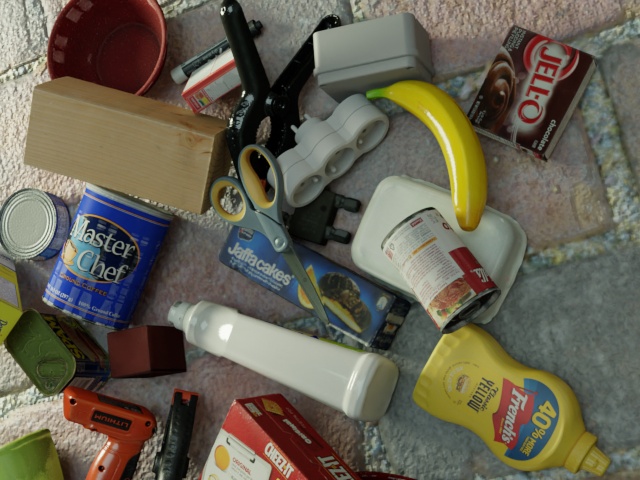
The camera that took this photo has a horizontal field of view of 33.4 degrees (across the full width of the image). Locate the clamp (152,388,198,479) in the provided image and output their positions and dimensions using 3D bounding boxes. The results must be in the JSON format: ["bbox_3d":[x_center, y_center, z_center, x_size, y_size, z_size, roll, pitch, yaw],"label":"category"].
[{"bbox_3d":[-0.158,0.244,1.126,0.039,0.120,0.171,11,84,-17],"label":"clamp"}]

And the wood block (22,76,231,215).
[{"bbox_3d":[-0.206,-0.106,1.164,0.206,0.090,0.091,16,108,8],"label":"wood block"}]

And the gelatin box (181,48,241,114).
[{"bbox_3d":[-0.111,-0.181,1.177,0.073,0.089,0.030,-30,110,15],"label":"gelatin box"}]

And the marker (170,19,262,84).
[{"bbox_3d":[-0.118,-0.216,1.220,0.121,0.020,0.020,-29,73,16],"label":"marker"}]

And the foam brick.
[{"bbox_3d":[-0.190,0.123,1.169,0.053,0.078,0.051,-11,80,20],"label":"foam brick"}]

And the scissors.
[{"bbox_3d":[-0.057,0.001,1.098,0.096,0.016,0.202,-20,81,27],"label":"scissors"}]

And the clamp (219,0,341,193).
[{"bbox_3d":[-0.047,-0.153,1.142,0.036,0.164,0.210,23,115,42],"label":"clamp"}]

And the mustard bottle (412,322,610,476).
[{"bbox_3d":[0.189,0.164,1.020,0.192,0.058,0.096,32,101,22],"label":"mustard bottle"}]

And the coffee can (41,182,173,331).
[{"bbox_3d":[-0.236,0.017,1.189,0.103,0.102,0.140,22,91,23],"label":"coffee can"}]

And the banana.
[{"bbox_3d":[0.121,-0.097,1.055,0.070,0.037,0.198,-42,57,16],"label":"banana"}]

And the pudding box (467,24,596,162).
[{"bbox_3d":[0.210,-0.147,1.066,0.090,0.039,0.113,27,93,23],"label":"pudding box"}]

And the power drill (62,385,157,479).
[{"bbox_3d":[-0.267,0.256,1.144,0.184,0.057,0.188,19,92,-20],"label":"power drill"}]

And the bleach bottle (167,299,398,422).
[{"bbox_3d":[-0.050,0.113,1.099,0.251,0.102,0.068,18,85,22],"label":"bleach bottle"}]

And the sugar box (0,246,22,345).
[{"bbox_3d":[-0.387,0.073,1.221,0.093,0.048,0.176,-53,26,8],"label":"sugar box"}]

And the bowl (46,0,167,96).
[{"bbox_3d":[-0.238,-0.220,1.249,0.162,0.055,0.162,-3,81,22],"label":"bowl"}]

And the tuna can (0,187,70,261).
[{"bbox_3d":[-0.342,-0.018,1.274,0.086,0.033,0.086,-3,81,21],"label":"tuna can"}]

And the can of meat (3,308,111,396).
[{"bbox_3d":[-0.294,0.128,1.206,0.057,0.083,0.102,-48,69,9],"label":"can of meat"}]

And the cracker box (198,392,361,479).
[{"bbox_3d":[-0.051,0.283,1.046,0.164,0.071,0.214,42,119,34],"label":"cracker box"}]

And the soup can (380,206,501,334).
[{"bbox_3d":[0.111,0.028,0.999,0.068,0.068,0.102,-40,69,12],"label":"soup can"}]
